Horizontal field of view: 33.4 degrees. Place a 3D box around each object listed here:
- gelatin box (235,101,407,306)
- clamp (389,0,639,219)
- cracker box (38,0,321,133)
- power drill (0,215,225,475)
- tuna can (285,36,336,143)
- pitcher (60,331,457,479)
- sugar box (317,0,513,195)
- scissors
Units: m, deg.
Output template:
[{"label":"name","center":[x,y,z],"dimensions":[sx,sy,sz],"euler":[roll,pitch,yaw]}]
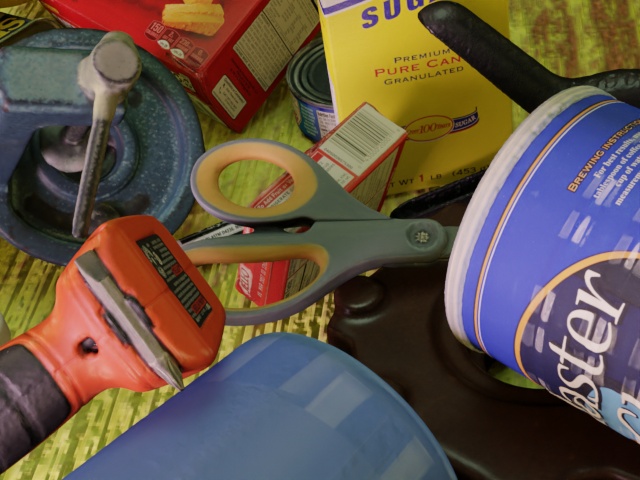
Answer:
[{"label":"gelatin box","center":[-0.001,-0.014,0.512],"dimensions":[0.030,0.073,0.089],"euler":[39,62,14]},{"label":"clamp","center":[0.115,-0.040,0.521],"dimensions":[0.171,0.120,0.039],"euler":[17,35,2]},{"label":"cracker box","center":[-0.057,-0.197,0.669],"dimensions":[0.164,0.072,0.213],"euler":[33,82,29]},{"label":"power drill","center":[-0.123,0.067,0.383],"dimensions":[0.187,0.057,0.184],"euler":[-38,6,0]},{"label":"tuna can","center":[0.024,-0.090,0.632],"dimensions":[0.086,0.034,0.086],"euler":[-7,41,6]},{"label":"pitcher","center":[-0.060,0.133,0.315],"dimensions":[0.149,0.145,0.242],"euler":[21,47,37]},{"label":"sugar box","center":[0.047,-0.108,0.536],"dimensions":[0.093,0.176,0.048],"euler":[-11,40,0]},{"label":"scissors","center":[0.030,-0.014,0.451],"dimensions":[0.201,0.016,0.096],"euler":[-12,60,-5]}]
